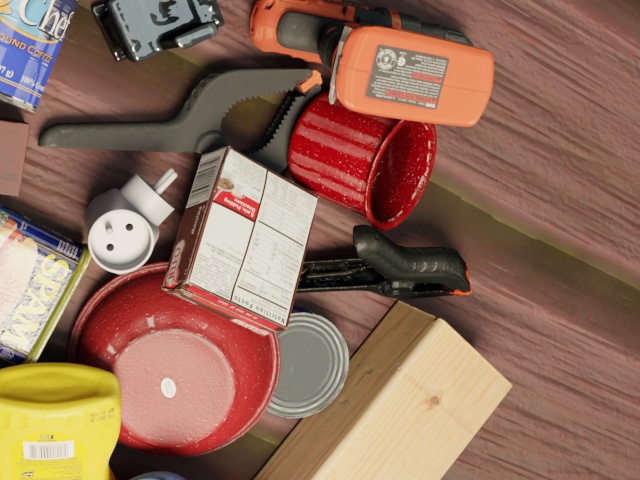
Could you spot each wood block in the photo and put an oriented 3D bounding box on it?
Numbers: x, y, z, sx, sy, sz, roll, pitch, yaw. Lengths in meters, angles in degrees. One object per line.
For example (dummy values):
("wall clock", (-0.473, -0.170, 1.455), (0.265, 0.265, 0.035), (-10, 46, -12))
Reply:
("wood block", (0.045, 0.161, 0.859), (0.090, 0.090, 0.206), (43, 82, -20))

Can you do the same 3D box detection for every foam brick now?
("foam brick", (-0.245, -0.062, 0.739), (0.078, 0.051, 0.053), (8, 96, -21))

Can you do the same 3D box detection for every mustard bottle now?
("mustard bottle", (-0.193, 0.178, 0.767), (0.096, 0.058, 0.192), (0, 122, -12))

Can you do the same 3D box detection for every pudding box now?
("pudding box", (-0.055, 0.001, 0.768), (0.090, 0.039, 0.113), (29, 64, -31))

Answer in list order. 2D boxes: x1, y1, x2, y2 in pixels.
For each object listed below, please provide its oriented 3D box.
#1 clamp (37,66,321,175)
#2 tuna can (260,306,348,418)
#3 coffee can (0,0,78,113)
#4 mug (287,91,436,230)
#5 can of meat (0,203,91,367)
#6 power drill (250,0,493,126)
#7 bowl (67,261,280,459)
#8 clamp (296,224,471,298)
("clamp", (-0.093, -0.072, 0.802), (0.210, 0.036, 0.164), (-43, 110, -6))
("tuna can", (-0.023, 0.096, 0.854), (0.086, 0.034, 0.086), (-3, 99, -20))
("coffee can", (-0.212, -0.169, 0.708), (0.102, 0.103, 0.140), (22, 90, -22))
("mug", (0.032, -0.058, 0.819), (0.093, 0.082, 0.117), (-51, 148, -24))
("can of meat", (-0.224, 0.030, 0.758), (0.083, 0.057, 0.102), (29, 87, -20))
("power drill", (0.053, -0.132, 0.769), (0.184, 0.188, 0.057), (5, 108, -18))
("bowl", (-0.109, 0.099, 0.788), (0.162, 0.055, 0.162), (-1, 105, -4))
("clamp", (0.046, 0.025, 0.848), (0.171, 0.120, 0.039), (16, 69, -44))
